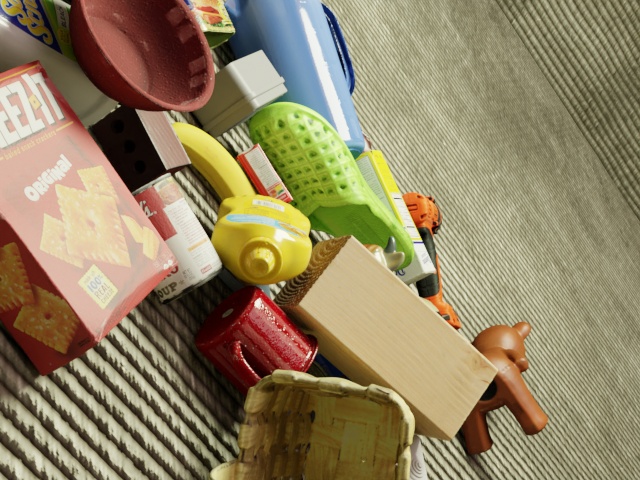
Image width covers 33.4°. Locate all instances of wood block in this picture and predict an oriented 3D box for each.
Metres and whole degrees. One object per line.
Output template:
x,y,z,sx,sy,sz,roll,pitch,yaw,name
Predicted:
0.062,0.097,1.062,0.206,0.090,0.090,42,72,-14,wood block

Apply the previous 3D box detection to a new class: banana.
-0.108,-0.060,1.147,0.197,0.037,0.069,49,49,-21,banana

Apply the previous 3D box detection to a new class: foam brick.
-0.172,-0.093,1.031,0.078,0.053,0.051,61,25,1,foam brick

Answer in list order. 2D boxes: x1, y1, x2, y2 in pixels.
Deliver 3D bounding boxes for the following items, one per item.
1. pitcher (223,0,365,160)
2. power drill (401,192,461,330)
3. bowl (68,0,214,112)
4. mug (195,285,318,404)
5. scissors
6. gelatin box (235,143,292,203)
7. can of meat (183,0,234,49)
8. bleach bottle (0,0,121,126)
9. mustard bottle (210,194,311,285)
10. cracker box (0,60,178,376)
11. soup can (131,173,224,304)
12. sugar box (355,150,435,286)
-0.024,-0.206,1.345,0.145,0.149,0.243,72,-2,-79,pitcher
0.147,0.032,1.454,0.184,0.057,0.187,19,60,-73,power drill
-0.170,-0.174,0.953,0.162,0.055,0.162,37,38,-36,bowl
-0.063,0.101,0.990,0.081,0.093,0.117,47,16,-18,mug
-0.046,0.072,1.100,0.202,0.016,0.096,47,18,-2,scissors
-0.064,-0.068,1.196,0.073,0.030,0.089,58,-6,-3,gelatin box
-0.153,-0.271,1.256,0.084,0.058,0.102,65,25,2,can of meat
-0.284,-0.190,0.911,0.250,0.068,0.102,25,43,-49,bleach bottle
-0.057,0.002,1.034,0.096,0.058,0.191,15,12,-6,mustard bottle
-0.221,-0.025,0.843,0.213,0.072,0.164,57,24,-9,cracker box
-0.141,-0.001,0.976,0.102,0.069,0.068,60,25,-4,soup can
0.069,-0.019,1.372,0.048,0.093,0.176,-6,70,-64,sugar box
